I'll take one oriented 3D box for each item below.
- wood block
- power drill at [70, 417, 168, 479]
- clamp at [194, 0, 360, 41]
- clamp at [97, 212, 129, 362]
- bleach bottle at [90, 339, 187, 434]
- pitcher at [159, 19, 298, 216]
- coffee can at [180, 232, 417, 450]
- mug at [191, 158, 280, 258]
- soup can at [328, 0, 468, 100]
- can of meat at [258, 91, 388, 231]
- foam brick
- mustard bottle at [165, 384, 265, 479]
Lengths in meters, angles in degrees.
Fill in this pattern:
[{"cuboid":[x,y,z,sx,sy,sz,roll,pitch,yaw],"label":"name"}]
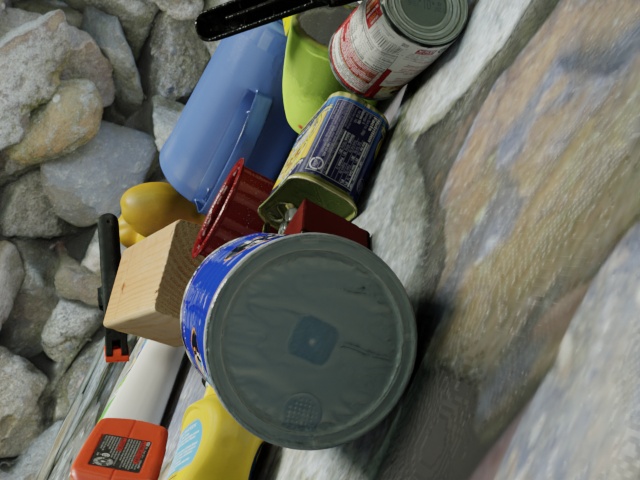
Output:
[{"cuboid":[-0.142,0.048,1.066,0.206,0.090,0.091,-18,56,65],"label":"wood block"},{"cuboid":[-0.149,0.227,0.762,0.184,0.057,0.188,-98,16,-78],"label":"power drill"},{"cuboid":[0.010,-0.193,0.777,0.164,0.210,0.036,-179,75,-84],"label":"clamp"},{"cuboid":[-0.242,0.056,1.243,0.120,0.039,0.171,92,166,-51],"label":"clamp"},{"cuboid":[-0.190,0.152,1.204,0.103,0.068,0.250,-58,9,44],"label":"bleach bottle"},{"cuboid":[-0.072,-0.145,1.134,0.144,0.149,0.243,-15,-33,-43],"label":"pitcher"},{"cuboid":[-0.018,0.047,0.567,0.103,0.102,0.140,-64,11,-5],"label":"coffee can"},{"cuboid":[-0.056,0.001,0.889,0.117,0.081,0.093,-65,11,-8],"label":"mug"},{"cuboid":[0.054,-0.151,0.772,0.068,0.068,0.102,-68,13,-21],"label":"soup can"},{"cuboid":[0.004,-0.055,0.816,0.084,0.057,0.102,-66,12,-25],"label":"can of meat"},{"cuboid":[-0.007,0.024,0.698,0.078,0.053,0.051,-58,13,22],"label":"foam brick"},{"cuboid":[-0.075,0.161,0.677,0.096,0.058,0.191,121,169,-50],"label":"mustard bottle"}]
